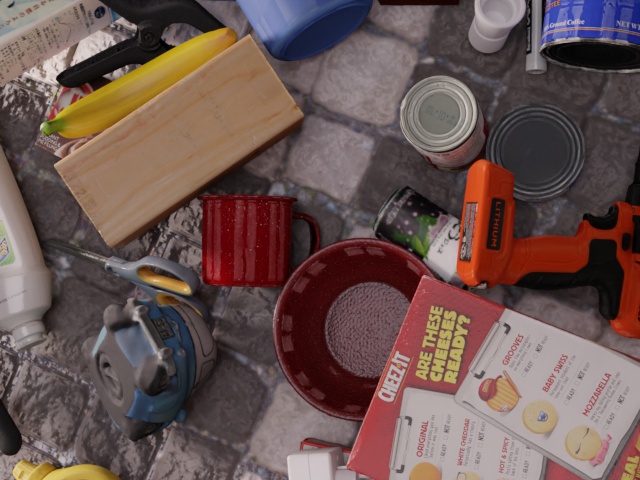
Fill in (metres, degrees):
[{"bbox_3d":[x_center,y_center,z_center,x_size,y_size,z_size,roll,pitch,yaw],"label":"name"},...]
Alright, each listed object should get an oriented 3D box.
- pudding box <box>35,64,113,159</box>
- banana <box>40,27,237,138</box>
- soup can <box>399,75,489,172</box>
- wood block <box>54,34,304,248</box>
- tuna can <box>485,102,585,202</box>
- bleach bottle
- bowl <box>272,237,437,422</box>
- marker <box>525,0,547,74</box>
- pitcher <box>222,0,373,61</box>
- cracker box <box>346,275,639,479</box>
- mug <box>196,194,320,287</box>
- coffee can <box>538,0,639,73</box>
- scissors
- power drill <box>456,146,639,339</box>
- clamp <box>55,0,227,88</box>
[{"bbox_3d":[-0.211,-0.109,1.048,0.113,0.039,0.090,26,90,14],"label":"pudding box"},{"bbox_3d":[-0.166,-0.141,0.990,0.197,0.070,0.037,-31,106,-8],"label":"banana"},{"bbox_3d":[0.110,-0.101,0.935,0.068,0.102,0.068,-1,84,14],"label":"soup can"},{"bbox_3d":[-0.125,-0.087,0.973,0.206,0.091,0.090,-34,92,-3],"label":"wood block"},{"bbox_3d":[0.191,-0.077,0.948,0.086,0.033,0.086,-1,84,14],"label":"tuna can"},{"bbox_3d":[-0.338,-0.008,1.060,0.103,0.068,0.251,-26,82,12],"label":"bleach bottle"},{"bbox_3d":[0.041,0.080,0.959,0.162,0.055,0.162,-1,84,14],"label":"bowl"},{"bbox_3d":[0.196,-0.212,0.967,0.020,0.020,0.121,1,85,14],"label":"marker"},{"bbox_3d":[-0.062,-0.287,0.986,0.149,0.144,0.243,-39,77,49],"label":"pitcher"},{"bbox_3d":[0.151,0.142,0.827,0.214,0.072,0.164,21,85,16],"label":"cracker box"},{"bbox_3d":[-0.056,0.001,0.982,0.117,0.093,0.081,1,89,-22],"label":"mug"},{"bbox_3d":[0.247,-0.224,0.912,0.103,0.102,0.140,7,87,14],"label":"coffee can"},{"bbox_3d":[-0.181,0.039,1.031,0.202,0.096,0.016,6,50,42],"label":"scissors"},{"bbox_3d":[0.215,-0.017,0.893,0.187,0.057,0.184,8,88,-7],"label":"power drill"},{"bbox_3d":[-0.171,-0.190,1.016,0.171,0.039,0.120,11,123,-17],"label":"clamp"}]
